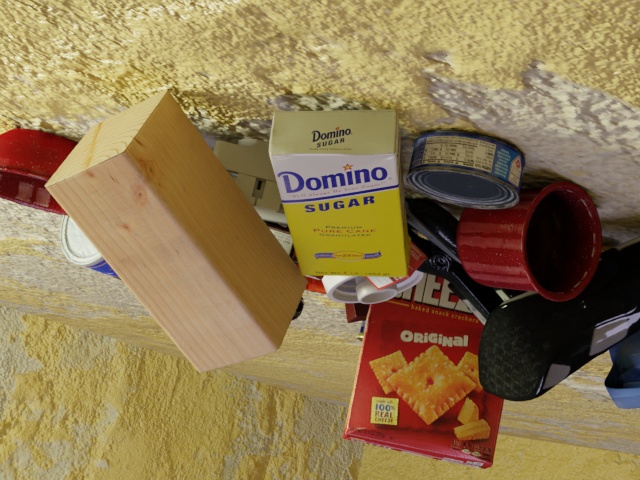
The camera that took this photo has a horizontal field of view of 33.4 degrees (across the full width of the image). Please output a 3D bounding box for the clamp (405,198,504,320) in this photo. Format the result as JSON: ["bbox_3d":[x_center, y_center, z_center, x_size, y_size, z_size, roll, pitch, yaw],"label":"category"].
[{"bbox_3d":[0.124,0.005,0.963,0.171,0.039,0.120,32,136,4],"label":"clamp"}]

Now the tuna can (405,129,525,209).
[{"bbox_3d":[0.109,-0.053,0.801,0.086,0.034,0.086,12,168,3],"label":"tuna can"}]

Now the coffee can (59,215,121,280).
[{"bbox_3d":[-0.202,-0.002,1.186,0.103,0.103,0.140,3,164,39],"label":"coffee can"}]

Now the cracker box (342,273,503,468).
[{"bbox_3d":[0.125,0.129,1.177,0.164,0.213,0.072,12,166,2],"label":"cracker box"}]

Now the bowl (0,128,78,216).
[{"bbox_3d":[-0.275,-0.070,1.068,0.162,0.055,0.162,12,168,3],"label":"bowl"}]

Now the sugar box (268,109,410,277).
[{"bbox_3d":[0.019,-0.031,0.827,0.093,0.048,0.176,0,151,9],"label":"sugar box"}]

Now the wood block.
[{"bbox_3d":[-0.110,-0.002,0.860,0.090,0.090,0.206,-19,120,32],"label":"wood block"}]

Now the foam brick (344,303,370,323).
[{"bbox_3d":[0.070,0.065,1.271,0.078,0.053,0.051,-8,169,-9],"label":"foam brick"}]

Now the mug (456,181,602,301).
[{"bbox_3d":[0.173,-0.005,0.860,0.117,0.093,0.082,-23,-164,-33],"label":"mug"}]

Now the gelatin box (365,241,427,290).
[{"bbox_3d":[0.050,0.005,0.963,0.073,0.030,0.089,45,162,-3],"label":"gelatin box"}]
